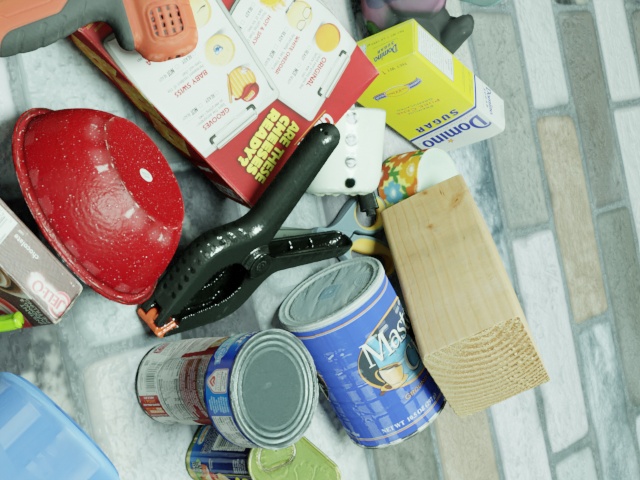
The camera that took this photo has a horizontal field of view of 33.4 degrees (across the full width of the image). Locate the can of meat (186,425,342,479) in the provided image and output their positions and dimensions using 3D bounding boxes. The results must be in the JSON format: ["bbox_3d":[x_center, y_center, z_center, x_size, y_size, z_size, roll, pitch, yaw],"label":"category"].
[{"bbox_3d":[-0.047,0.188,0.868,0.102,0.084,0.057,46,54,-31],"label":"can of meat"}]

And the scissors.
[{"bbox_3d":[0.005,-0.019,1.005,0.201,0.016,0.096,26,64,-41],"label":"scissors"}]

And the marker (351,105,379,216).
[{"bbox_3d":[0.035,-0.082,1.031,0.020,0.020,0.121,-4,77,-46],"label":"marker"}]

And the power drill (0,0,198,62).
[{"bbox_3d":[-0.192,-0.199,0.739,0.187,0.057,0.184,-17,93,-11],"label":"power drill"}]

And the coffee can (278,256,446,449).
[{"bbox_3d":[0.039,0.100,0.958,0.102,0.103,0.140,-47,117,-39],"label":"coffee can"}]

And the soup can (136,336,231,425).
[{"bbox_3d":[-0.087,0.109,0.826,0.068,0.102,0.068,10,76,-45],"label":"soup can"}]

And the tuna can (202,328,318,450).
[{"bbox_3d":[-0.043,0.107,0.772,0.085,0.034,0.086,9,77,-44],"label":"tuna can"}]

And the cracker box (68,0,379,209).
[{"bbox_3d":[-0.078,-0.155,0.866,0.164,0.072,0.213,-49,122,-9],"label":"cracker box"}]

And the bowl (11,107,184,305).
[{"bbox_3d":[-0.147,-0.037,0.770,0.162,0.055,0.162,53,19,-28],"label":"bowl"}]

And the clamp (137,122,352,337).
[{"bbox_3d":[-0.056,0.001,0.865,0.209,0.036,0.164,-32,146,-23],"label":"clamp"}]

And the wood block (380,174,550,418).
[{"bbox_3d":[0.127,0.046,0.976,0.090,0.090,0.206,57,13,-37],"label":"wood block"}]

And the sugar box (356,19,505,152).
[{"bbox_3d":[0.101,-0.145,1.054,0.176,0.094,0.048,31,52,-44],"label":"sugar box"}]

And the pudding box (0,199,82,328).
[{"bbox_3d":[-0.226,0.011,0.709,0.113,0.090,0.039,53,49,-25],"label":"pudding box"}]
